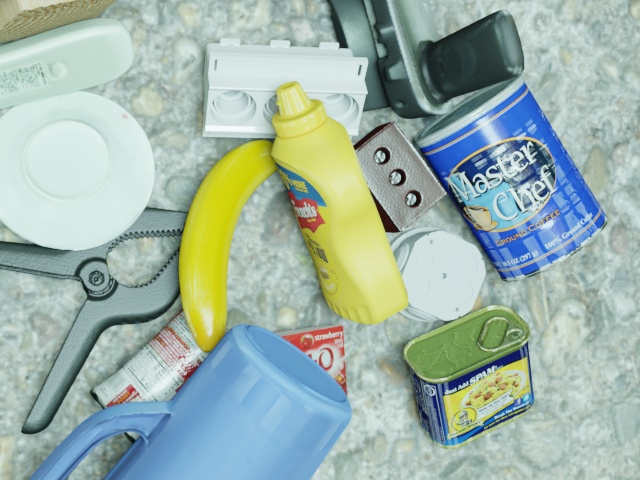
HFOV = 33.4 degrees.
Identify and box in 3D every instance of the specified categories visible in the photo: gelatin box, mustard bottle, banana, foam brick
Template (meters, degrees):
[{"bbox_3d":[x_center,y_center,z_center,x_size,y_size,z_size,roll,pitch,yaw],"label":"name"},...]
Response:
[{"bbox_3d":[-0.018,0.108,0.854,0.089,0.030,0.073,-4,91,-46],"label":"gelatin box"},{"bbox_3d":[0.007,-0.032,0.820,0.058,0.096,0.191,-27,115,-14],"label":"mustard bottle"},{"bbox_3d":[-0.070,-0.011,0.824,0.069,0.037,0.197,29,61,-8],"label":"banana"},{"bbox_3d":[0.056,-0.051,0.881,0.053,0.051,0.078,-39,99,-11],"label":"foam brick"}]

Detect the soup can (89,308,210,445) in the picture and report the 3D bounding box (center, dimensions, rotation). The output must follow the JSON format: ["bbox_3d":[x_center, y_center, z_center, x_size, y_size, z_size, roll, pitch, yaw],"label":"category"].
[{"bbox_3d":[-0.119,0.108,0.829,0.102,0.069,0.068,-41,99,-11],"label":"soup can"}]

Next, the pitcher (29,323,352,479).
[{"bbox_3d":[-0.096,0.177,0.762,0.145,0.149,0.243,40,97,26],"label":"pitcher"}]

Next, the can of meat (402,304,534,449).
[{"bbox_3d":[0.126,0.114,0.882,0.102,0.057,0.084,-23,125,-13],"label":"can of meat"}]

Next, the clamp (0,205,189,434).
[{"bbox_3d":[-0.184,0.026,0.828,0.209,0.036,0.164,-35,92,-15],"label":"clamp"}]

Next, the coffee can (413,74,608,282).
[{"bbox_3d":[0.157,-0.052,0.880,0.102,0.103,0.140,-35,98,-12],"label":"coffee can"}]
